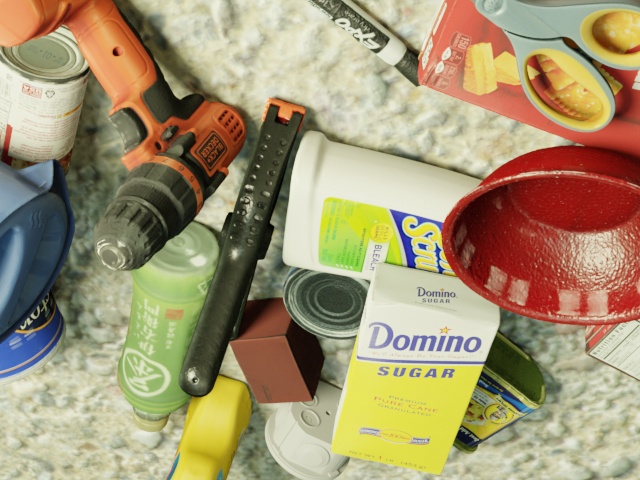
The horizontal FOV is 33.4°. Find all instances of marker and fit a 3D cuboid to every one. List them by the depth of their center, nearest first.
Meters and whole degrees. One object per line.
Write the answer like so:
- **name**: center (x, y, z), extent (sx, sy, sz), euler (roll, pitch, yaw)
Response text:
- **marker**: center (0.028, -0.141, 0.705), extent (0.121, 0.020, 0.020), euler (35, 129, -16)

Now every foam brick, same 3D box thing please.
- **foam brick**: center (-0.036, 0.092, 0.897), extent (0.053, 0.051, 0.078), euler (-6, 127, 20)

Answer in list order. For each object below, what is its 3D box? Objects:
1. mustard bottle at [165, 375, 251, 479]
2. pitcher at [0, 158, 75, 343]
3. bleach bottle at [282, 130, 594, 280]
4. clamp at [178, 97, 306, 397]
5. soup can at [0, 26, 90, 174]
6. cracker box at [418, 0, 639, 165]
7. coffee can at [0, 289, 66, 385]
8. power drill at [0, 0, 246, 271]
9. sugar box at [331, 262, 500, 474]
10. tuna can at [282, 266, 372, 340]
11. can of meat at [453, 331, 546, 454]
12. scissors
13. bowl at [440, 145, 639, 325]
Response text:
- **mustard bottle**: center (-0.110, 0.215, 0.925), extent (0.058, 0.191, 0.096), euler (18, 131, -2)
- **pitcher**: center (-0.309, -0.023, 0.740), extent (0.243, 0.149, 0.145), euler (31, 130, 12)
- **bleach bottle**: center (0.102, -0.008, 0.772), extent (0.251, 0.068, 0.103), euler (10, 131, 3)
- **clamp**: center (-0.055, 0.001, 0.783), extent (0.036, 0.164, 0.210), euler (17, 92, -2)
- **soup can**: center (-0.206, -0.097, 0.769), extent (0.068, 0.068, 0.102), euler (21, 131, -4)
- **cracker box**: center (0.185, -0.134, 0.635), extent (0.213, 0.072, 0.164), euler (20, 132, -4)
- **coffee can**: center (-0.279, 0.035, 0.876), extent (0.103, 0.102, 0.140), euler (0, 129, 14)
- **power drill**: center (-0.138, -0.089, 0.696), extent (0.057, 0.184, 0.187), euler (-25, 110, 30)
- **sugar box**: center (0.068, 0.100, 0.800), extent (0.093, 0.048, 0.176), euler (11, 133, 0)
- **tuna can**: center (0.014, 0.039, 0.850), extent (0.086, 0.033, 0.086), euler (7, 131, 8)
- **can of meat**: center (0.121, 0.116, 0.874), extent (0.102, 0.057, 0.084), euler (37, 127, -17)
- **scissors**: center (0.115, -0.138, 0.584), extent (0.096, 0.016, 0.201), euler (-29, 122, 29)
- **bowl**: center (0.161, -0.011, 0.684), extent (0.162, 0.055, 0.162), euler (11, 146, 8)
